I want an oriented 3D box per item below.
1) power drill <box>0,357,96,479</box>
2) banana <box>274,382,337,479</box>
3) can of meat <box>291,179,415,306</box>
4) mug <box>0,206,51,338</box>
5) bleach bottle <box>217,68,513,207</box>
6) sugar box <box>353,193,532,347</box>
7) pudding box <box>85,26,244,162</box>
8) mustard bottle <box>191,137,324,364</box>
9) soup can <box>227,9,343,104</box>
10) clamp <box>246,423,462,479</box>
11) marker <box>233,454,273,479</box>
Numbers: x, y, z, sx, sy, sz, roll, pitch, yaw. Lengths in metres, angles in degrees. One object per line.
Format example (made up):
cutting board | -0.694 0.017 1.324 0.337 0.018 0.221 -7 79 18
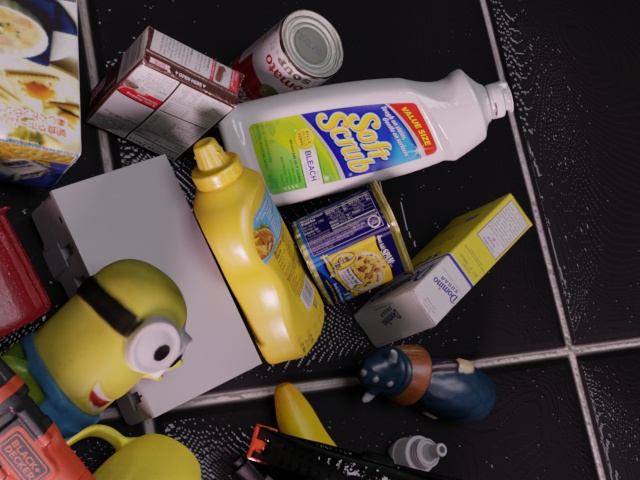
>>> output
power drill | -0.257 0.157 0.675 0.187 0.057 0.184 -38 95 -6
banana | 0.030 0.199 0.918 0.197 0.037 0.069 34 70 -12
can of meat | 0.028 0.006 0.937 0.084 0.102 0.057 -25 55 1
mug | -0.256 0.038 0.761 0.117 0.093 0.081 -28 95 -7
bleach bottle | 0.042 -0.101 0.930 0.251 0.068 0.102 -15 107 0
sugar box | 0.117 0.027 1.011 0.175 0.094 0.048 -38 95 -38
pudding box | -0.130 -0.117 0.881 0.090 0.114 0.039 23 58 -27
mustard bottle | -0.056 0.001 0.872 0.096 0.058 0.191 -75 147 -56
soup can | -0.034 -0.157 0.969 0.068 0.102 0.068 13 66 -31
clamp | 0.048 0.187 0.833 0.210 0.165 0.036 17 83 -7
marker | -0.028 0.222 0.886 0.121 0.020 0.020 47 53 -11
